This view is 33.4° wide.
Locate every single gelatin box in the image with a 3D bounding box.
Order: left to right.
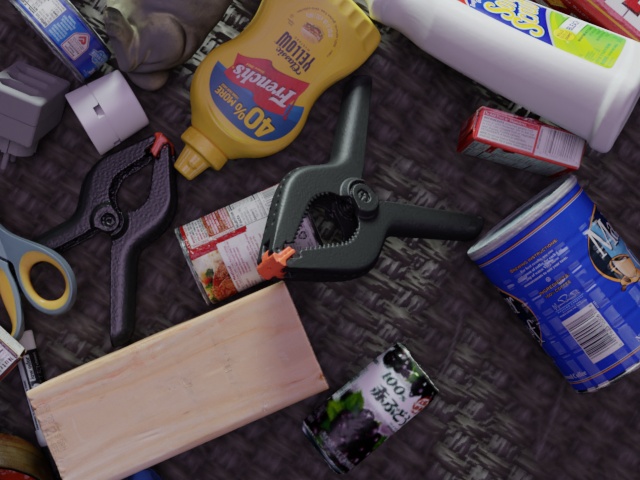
[{"bbox_3d":[0.159,-0.078,0.854,0.089,0.073,0.030,16,87,-1],"label":"gelatin box"}]

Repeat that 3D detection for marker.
[{"bbox_3d":[-0.225,0.132,0.857,0.020,0.020,0.121,-16,88,-3],"label":"marker"}]

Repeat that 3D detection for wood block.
[{"bbox_3d":[-0.107,0.112,0.827,0.206,0.091,0.090,-23,89,-3],"label":"wood block"}]

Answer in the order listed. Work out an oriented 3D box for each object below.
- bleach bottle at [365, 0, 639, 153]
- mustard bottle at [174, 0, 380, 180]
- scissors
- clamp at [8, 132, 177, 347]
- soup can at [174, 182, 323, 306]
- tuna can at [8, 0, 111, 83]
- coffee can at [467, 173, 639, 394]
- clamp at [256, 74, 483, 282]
[{"bbox_3d":[0.129,-0.160,0.834,0.251,0.102,0.068,27,129,13],"label":"bleach bottle"},{"bbox_3d":[-0.047,-0.124,0.855,0.096,0.058,0.191,43,86,-13],"label":"mustard bottle"},{"bbox_3d":[-0.247,-0.018,0.837,0.096,0.016,0.202,-8,90,5],"label":"scissors"},{"bbox_3d":[-0.161,-0.003,0.856,0.120,0.039,0.171,40,91,0],"label":"clamp"},{"bbox_3d":[-0.056,0.001,0.845,0.102,0.068,0.068,-24,88,-4],"label":"soup can"},{"bbox_3d":[-0.204,-0.167,0.840,0.033,0.086,0.086,-42,89,-5],"label":"tuna can"},{"bbox_3d":[0.198,0.034,0.835,0.103,0.103,0.140,-38,89,-4],"label":"coffee can"},{"bbox_3d":[0.033,-0.022,0.819,0.164,0.036,0.209,46,49,-3],"label":"clamp"}]
